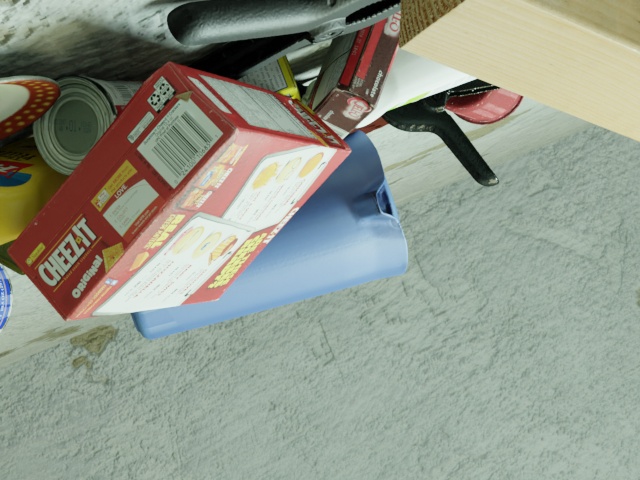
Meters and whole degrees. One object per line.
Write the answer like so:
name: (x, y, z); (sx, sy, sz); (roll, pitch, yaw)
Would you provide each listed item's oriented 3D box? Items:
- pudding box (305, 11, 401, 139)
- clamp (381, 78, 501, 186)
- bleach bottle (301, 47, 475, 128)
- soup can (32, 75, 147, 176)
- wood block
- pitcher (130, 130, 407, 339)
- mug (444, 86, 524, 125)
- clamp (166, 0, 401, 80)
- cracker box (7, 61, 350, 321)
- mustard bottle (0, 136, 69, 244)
pudding box: (0.026, -0.131, 0.823); (0.039, 0.090, 0.114); (25, 164, -12)
clamp: (0.119, -0.140, 1.008); (0.120, 0.171, 0.039); (-59, 177, -8)
bleach bottle: (0.086, -0.152, 0.928); (0.250, 0.068, 0.103); (-25, 179, -14)
soup can: (-0.139, -0.079, 0.733); (0.069, 0.068, 0.102); (-25, 175, 25)
wood block: (0.161, -0.146, 0.684); (0.205, 0.090, 0.091); (15, 156, -26)
pitcher: (-0.056, 0.001, 0.939); (0.242, 0.145, 0.149); (-17, 138, -8)
mug: (0.164, -0.165, 1.067); (0.117, 0.093, 0.081); (1, -179, 25)
clamp: (-0.006, -0.153, 0.709); (0.210, 0.036, 0.164); (-21, 178, 1)
cracker box: (-0.086, -0.031, 0.729); (0.164, 0.072, 0.213); (-47, 167, 15)
mustard bottle: (-0.226, -0.027, 0.713); (0.096, 0.058, 0.191); (9, -162, 20)
